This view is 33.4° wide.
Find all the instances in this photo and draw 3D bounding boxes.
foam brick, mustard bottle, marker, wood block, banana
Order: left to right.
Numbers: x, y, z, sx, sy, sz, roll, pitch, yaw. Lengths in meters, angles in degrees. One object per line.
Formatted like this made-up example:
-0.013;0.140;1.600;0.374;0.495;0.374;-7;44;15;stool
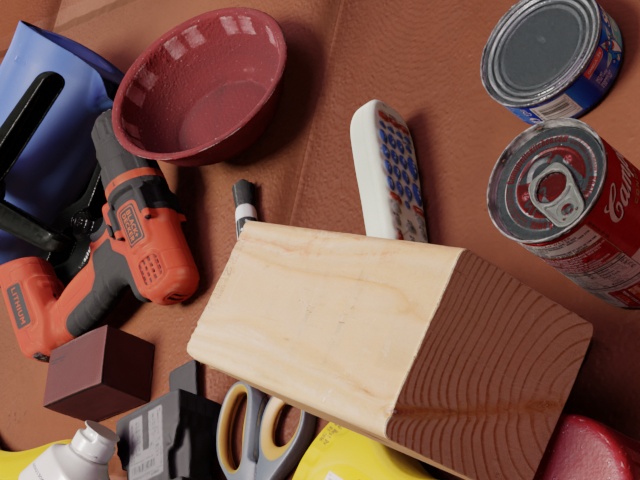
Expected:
-0.271;0.189;0.933;0.198;0.037;0.069;5;73;48;banana
-0.181;0.110;0.872;0.078;0.051;0.053;-24;51;36;foam brick
-0.055;0.001;0.828;0.020;0.020;0.121;-33;47;29;marker
0.024;0.053;0.553;0.206;0.090;0.090;9;72;59;wood block
0.057;0.173;0.578;0.192;0.058;0.096;24;89;50;mustard bottle

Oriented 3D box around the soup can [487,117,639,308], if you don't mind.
0.144;-0.012;0.559;0.069;0.102;0.068;-25;51;36;soup can

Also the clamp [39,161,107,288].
-0.209;-0.024;0.987;0.172;0.039;0.120;-37;50;24;clamp

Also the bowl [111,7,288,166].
-0.090;-0.116;0.884;0.162;0.055;0.162;-15;50;18;bowl

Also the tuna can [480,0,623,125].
0.145;-0.115;0.672;0.086;0.033;0.086;-25;52;36;tuna can

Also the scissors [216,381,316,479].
-0.036;0.179;0.707;0.096;0.016;0.202;-32;48;31;scissors

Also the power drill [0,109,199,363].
-0.197;0.005;0.915;0.188;0.057;0.184;-38;62;27;power drill

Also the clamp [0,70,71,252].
-0.296;-0.055;0.948;0.210;0.036;0.164;-11;70;32;clamp

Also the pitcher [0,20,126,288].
-0.289;-0.084;1.044;0.243;0.145;0.149;-60;4;6;pitcher
